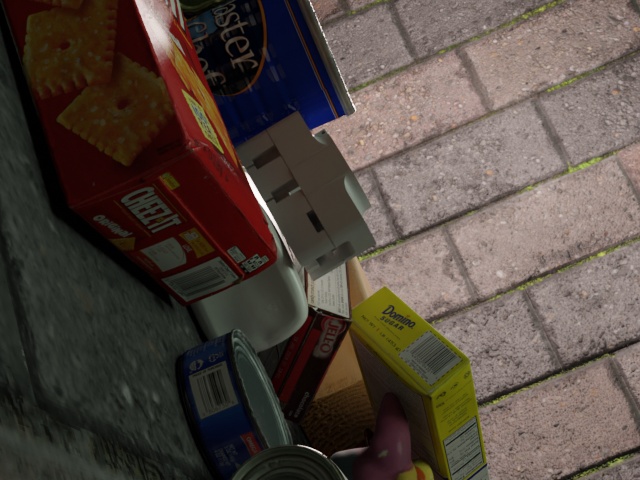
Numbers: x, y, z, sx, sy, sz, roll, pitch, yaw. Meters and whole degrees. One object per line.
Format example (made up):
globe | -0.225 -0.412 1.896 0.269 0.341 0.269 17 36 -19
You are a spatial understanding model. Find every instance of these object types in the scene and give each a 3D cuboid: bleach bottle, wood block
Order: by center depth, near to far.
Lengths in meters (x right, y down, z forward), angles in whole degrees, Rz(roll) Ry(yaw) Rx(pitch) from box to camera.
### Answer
bleach bottle | -0.055 0.001 0.763 0.251 0.068 0.102 -100 166 -81
wood block | 0.020 0.104 0.960 0.206 0.090 0.091 -105 170 -60

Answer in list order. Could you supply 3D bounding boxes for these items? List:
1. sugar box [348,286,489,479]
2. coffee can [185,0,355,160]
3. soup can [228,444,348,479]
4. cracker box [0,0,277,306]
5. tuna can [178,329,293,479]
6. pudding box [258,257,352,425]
sugar box | 0.074 0.121 0.777 0.093 0.048 0.176 43 -18 38
coffee can | -0.060 -0.106 0.717 0.103 0.140 0.103 -24 91 -86
soup can | -0.004 0.152 0.539 0.102 0.068 0.068 61 7 -54
cracker box | -0.102 -0.090 0.575 0.164 0.072 0.214 58 9 -67
tuna can | -0.045 0.093 0.577 0.086 0.034 0.086 -24 91 -86
pudding box | -0.012 0.061 0.752 0.039 0.090 0.113 21 23 -12
